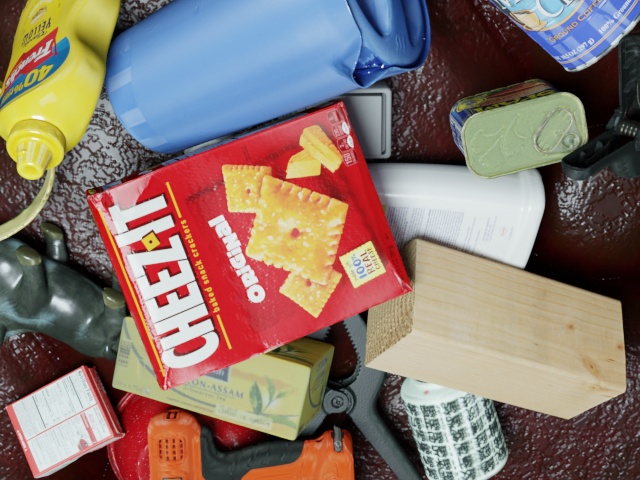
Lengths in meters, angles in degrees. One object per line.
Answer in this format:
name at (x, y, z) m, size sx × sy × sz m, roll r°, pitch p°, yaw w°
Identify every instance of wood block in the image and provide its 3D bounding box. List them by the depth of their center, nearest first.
wood block at (0.152, 0.080, 0.929) m, size 0.205 × 0.090 × 0.091 m, roll 16°, pitch 149°, yaw -17°

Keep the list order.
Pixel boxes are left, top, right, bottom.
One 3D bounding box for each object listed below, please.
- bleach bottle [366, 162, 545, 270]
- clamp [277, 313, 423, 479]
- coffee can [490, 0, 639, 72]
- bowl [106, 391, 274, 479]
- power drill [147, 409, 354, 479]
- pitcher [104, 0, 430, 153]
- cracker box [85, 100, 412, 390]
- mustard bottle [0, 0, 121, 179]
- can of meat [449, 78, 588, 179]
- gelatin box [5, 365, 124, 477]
bleach bottle at (0.059, -0.029, 0.930) m, size 0.250 × 0.068 × 0.103 m, roll 8°, pitch 126°, yaw -4°
clamp at (0.006, 0.150, 0.989) m, size 0.164 × 0.036 × 0.210 m, roll -7°, pitch 100°, yaw -2°
coffee can at (0.184, -0.219, 0.857) m, size 0.140 × 0.103 × 0.103 m, roll 38°, pitch 103°, yaw -14°
bowl at (-0.124, 0.204, 1.009) m, size 0.162 × 0.055 × 0.162 m, roll -1°, pitch 109°, yaw -3°
power drill at (-0.061, 0.240, 0.958) m, size 0.187 × 0.057 × 0.184 m, roll -2°, pitch 106°, yaw -1°
pitcher at (-0.047, -0.162, 0.824) m, size 0.243 × 0.149 × 0.145 m, roll -18°, pitch 101°, yaw 32°
cracker box at (-0.056, 0.001, 0.840) m, size 0.213 × 0.072 × 0.164 m, roll -21°, pitch 99°, yaw -10°
mustard bottle at (-0.204, -0.121, 0.811) m, size 0.096 × 0.191 × 0.058 m, roll -25°, pitch 134°, yaw 27°
can of meat at (0.165, -0.097, 0.906) m, size 0.102 × 0.084 × 0.057 m, roll -14°, pitch 108°, yaw 2°
gelatin box at (-0.236, 0.167, 0.990) m, size 0.089 × 0.030 × 0.073 m, roll -28°, pitch 78°, yaw 6°
